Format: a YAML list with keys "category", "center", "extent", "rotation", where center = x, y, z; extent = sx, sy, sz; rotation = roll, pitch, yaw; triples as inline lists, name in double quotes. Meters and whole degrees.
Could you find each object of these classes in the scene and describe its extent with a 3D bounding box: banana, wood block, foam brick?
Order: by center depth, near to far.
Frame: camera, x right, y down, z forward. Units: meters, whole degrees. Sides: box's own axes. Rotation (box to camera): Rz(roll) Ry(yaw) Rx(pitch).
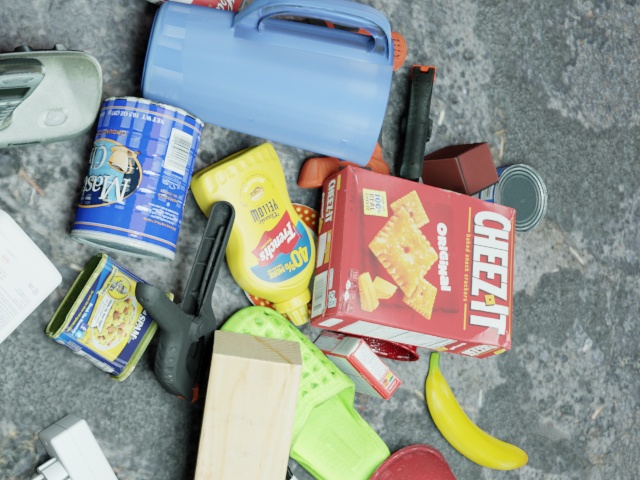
- category: "wood block"
  center: [-0.077, 0.205, 1.070]
  extent: [0.090, 0.091, 0.206]
  rotation: [8, 99, -5]
- category: "foam brick"
  center: [0.162, -0.081, 1.263]
  extent: [0.051, 0.078, 0.053]
  rotation: [-27, 105, -28]
- category: "banana"
  center: [0.183, 0.226, 1.291]
  extent: [0.069, 0.037, 0.197]
  rotation: [-48, 111, -21]

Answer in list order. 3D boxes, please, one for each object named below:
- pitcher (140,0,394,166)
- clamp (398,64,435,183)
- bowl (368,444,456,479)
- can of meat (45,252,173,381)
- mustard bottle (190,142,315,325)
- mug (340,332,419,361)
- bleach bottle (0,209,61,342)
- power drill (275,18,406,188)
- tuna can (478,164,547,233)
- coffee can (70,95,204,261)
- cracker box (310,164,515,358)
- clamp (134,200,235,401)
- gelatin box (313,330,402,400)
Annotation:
- category: "pitcher"
  center: [-0.050, -0.171, 1.069]
  extent: [0.242, 0.145, 0.149]
  rotation: [12, 93, -7]
- category: "clamp"
  center: [0.109, -0.119, 1.238]
  extent: [0.039, 0.120, 0.171]
  rotation: [13, 64, -1]
- category: "bowl"
  center: [0.113, 0.318, 1.216]
  extent: [0.161, 0.055, 0.162]
  rotation: [-12, 109, -38]
- category: "can of meat"
  center: [-0.209, 0.074, 1.056]
  extent: [0.083, 0.058, 0.102]
  rotation: [36, 71, -22]
- category: "mustard bottle"
  center: [-0.057, 0.001, 1.120]
  extent: [0.096, 0.058, 0.191]
  rotation: [-31, 103, -31]
- category: "mug"
  center: [0.082, 0.088, 1.214]
  extent: [0.117, 0.093, 0.081]
  rotation: [43, 60, -56]
- category: "bleach bottle"
  center: [-0.357, 0.088, 0.964]
  extent: [0.250, 0.068, 0.102]
  rotation: [-47, 119, -21]
- category: "power drill"
  center: [0.014, -0.152, 1.189]
  extent: [0.184, 0.057, 0.187]
  rotation: [1, 90, -27]
- category: "tuna can"
  center: [0.240, -0.051, 1.332]
  extent: [0.086, 0.034, 0.086]
  rotation: [1, 89, -30]
- category: "coffee can"
  center: [-0.179, -0.059, 1.048]
  extent: [0.102, 0.103, 0.140]
  rotation: [16, 81, -29]
- category: "cracker box"
  center: [0.103, 0.026, 1.140]
  extent: [0.213, 0.072, 0.164]
  rotation: [13, 71, -22]
- category: "clamp"
  center: [-0.136, 0.082, 1.045]
  extent: [0.164, 0.036, 0.210]
  rotation: [-45, 149, -55]
- category: "gelatin box"
  center: [0.038, 0.137, 1.179]
  extent: [0.073, 0.089, 0.030]
  rotation: [48, 70, -21]
